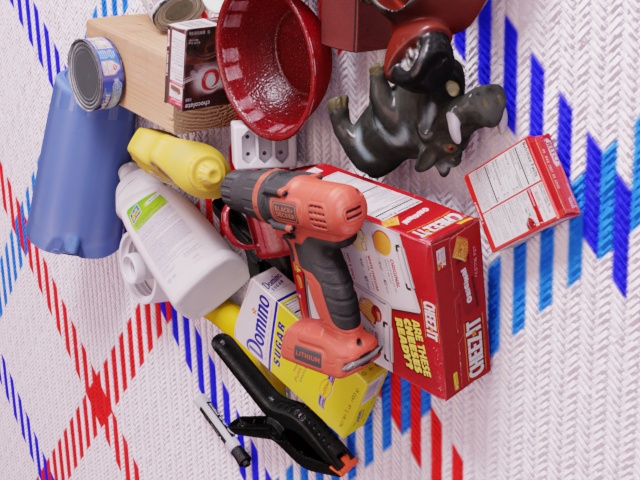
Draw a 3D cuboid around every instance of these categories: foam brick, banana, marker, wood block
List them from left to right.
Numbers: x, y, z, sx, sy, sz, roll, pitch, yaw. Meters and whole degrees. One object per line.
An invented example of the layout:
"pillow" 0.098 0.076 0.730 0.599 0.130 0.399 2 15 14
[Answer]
"wood block" -0.190 -0.202 1.265 0.206 0.090 0.091 30 124 44
"marker" -0.125 0.245 1.374 0.121 0.020 0.020 48 135 34
"banana" -0.096 0.118 1.282 0.198 0.037 0.070 49 135 33
"foam brick" 0.037 -0.218 0.993 0.051 0.052 0.078 21 116 48

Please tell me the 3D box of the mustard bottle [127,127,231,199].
"mustard bottle" -0.152 -0.085 1.214 0.058 0.096 0.192 -59 26 -3

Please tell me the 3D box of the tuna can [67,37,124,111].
"tuna can" -0.265 -0.197 1.261 0.086 0.033 0.086 22 119 48

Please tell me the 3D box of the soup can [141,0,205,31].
"soup can" -0.184 -0.304 1.243 0.102 0.068 0.069 62 141 19

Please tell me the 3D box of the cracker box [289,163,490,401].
"cracker box" 0.059 0.032 1.005 0.214 0.072 0.164 24 132 46

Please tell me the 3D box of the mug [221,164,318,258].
"mug" -0.047 -0.026 1.112 0.093 0.117 0.081 -1 105 62

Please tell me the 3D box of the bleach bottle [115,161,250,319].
"bleach bottle" -0.187 -0.019 1.327 0.102 0.068 0.251 -40 52 3

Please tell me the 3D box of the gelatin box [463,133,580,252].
"gelatin box" 0.168 -0.039 0.893 0.089 0.030 0.073 -34 72 53

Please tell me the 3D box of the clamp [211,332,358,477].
"clamp" -0.046 0.198 1.212 0.210 0.036 0.164 24 139 39

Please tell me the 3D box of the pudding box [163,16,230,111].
"pudding box" -0.112 -0.192 1.145 0.039 0.113 0.090 30 124 41

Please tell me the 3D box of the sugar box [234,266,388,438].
"sugar box" -0.014 0.118 1.140 0.176 0.048 0.093 38 131 23

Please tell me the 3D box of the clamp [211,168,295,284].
"clamp" -0.058 0.001 1.196 0.171 0.039 0.120 61 145 11

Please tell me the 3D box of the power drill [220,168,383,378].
"power drill" -0.018 0.025 0.986 0.185 0.057 0.187 14 124 50

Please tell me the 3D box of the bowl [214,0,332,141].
"bowl" -0.038 -0.184 1.069 0.162 0.055 0.162 26 126 43

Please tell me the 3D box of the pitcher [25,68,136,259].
"pitcher" -0.318 -0.110 1.442 0.149 0.144 0.243 33 123 28
